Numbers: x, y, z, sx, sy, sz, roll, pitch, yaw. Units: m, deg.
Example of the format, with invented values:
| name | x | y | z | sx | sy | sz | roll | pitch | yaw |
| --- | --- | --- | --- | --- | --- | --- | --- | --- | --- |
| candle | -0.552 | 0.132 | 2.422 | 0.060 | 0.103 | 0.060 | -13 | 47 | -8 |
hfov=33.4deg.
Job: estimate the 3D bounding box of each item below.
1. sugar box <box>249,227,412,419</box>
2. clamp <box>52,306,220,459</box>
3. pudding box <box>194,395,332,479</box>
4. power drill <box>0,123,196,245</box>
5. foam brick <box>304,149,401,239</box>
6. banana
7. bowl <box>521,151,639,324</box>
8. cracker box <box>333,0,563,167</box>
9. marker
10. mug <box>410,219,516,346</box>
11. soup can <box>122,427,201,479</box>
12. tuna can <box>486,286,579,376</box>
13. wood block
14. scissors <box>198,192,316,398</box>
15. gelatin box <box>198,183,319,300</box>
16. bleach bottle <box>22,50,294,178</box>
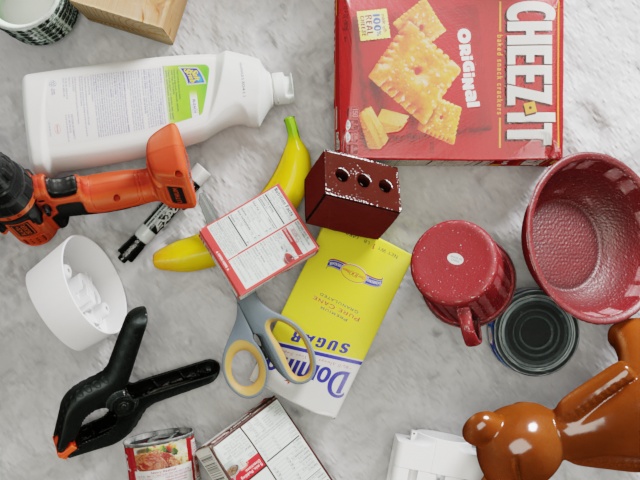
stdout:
| name | x | y | z | sx | sy | sz | roll | pitch | yaw |
| --- | --- | --- | --- | --- | --- | --- | --- | --- | --- |
| sugar box | 0.010 | 0.074 | 1.024 | 0.093 | 0.048 | 0.176 | 25 | 88 | 0 |
| clamp | -0.180 | 0.147 | 1.016 | 0.120 | 0.039 | 0.171 | 35 | 106 | -31 |
| pudding box | -0.050 | 0.218 | 1.008 | 0.089 | 0.039 | 0.113 | -34 | 92 | -33 |
| power drill | -0.212 | -0.054 | 0.957 | 0.187 | 0.184 | 0.057 | -11 | 75 | -2 |
| foam brick | 0.029 | -0.041 | 0.984 | 0.078 | 0.051 | 0.053 | 12 | 54 | -20 |
| banana | -0.072 | -0.027 | 1.030 | 0.069 | 0.037 | 0.198 | 44 | 89 | 9 |
| bowl | 0.245 | 0.000 | 1.006 | 0.161 | 0.055 | 0.162 | 4 | 80 | -25 |
| cracker box | 0.120 | -0.154 | 1.014 | 0.213 | 0.072 | 0.164 | 0 | 90 | -1 |
| marker | -0.153 | -0.025 | 1.037 | 0.020 | 0.020 | 0.121 | 42 | 89 | 0 |
| mug | 0.131 | 0.040 | 0.990 | 0.093 | 0.081 | 0.117 | -9 | 72 | 16 |
| soup can | -0.146 | 0.235 | 1.011 | 0.068 | 0.068 | 0.102 | -9 | 90 | -1 |
| tuna can | 0.206 | 0.088 | 1.032 | 0.086 | 0.034 | 0.086 | 0 | 90 | -1 |
| wood block | -0.154 | -0.301 | 1.004 | 0.091 | 0.090 | 0.206 | 17 | 90 | 0 |
| scissors | -0.084 | 0.062 | 1.001 | 0.096 | 0.016 | 0.202 | -39 | 85 | 2 |
| gelatin box | -0.056 | 0.001 | 0.985 | 0.089 | 0.030 | 0.073 | -31 | 83 | -12 |
| bleach bottle | -0.150 | -0.123 | 1.016 | 0.250 | 0.068 | 0.102 | -7 | 85 | -2 |
